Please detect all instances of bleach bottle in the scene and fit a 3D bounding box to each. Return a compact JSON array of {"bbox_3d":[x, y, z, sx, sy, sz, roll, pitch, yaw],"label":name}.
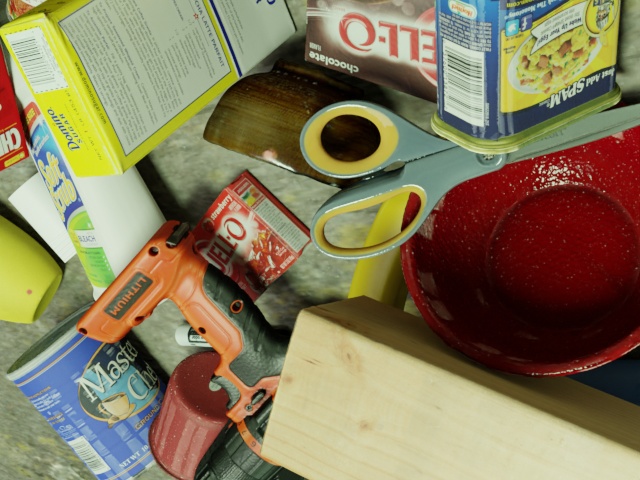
[{"bbox_3d":[-0.187,-0.067,0.817,0.103,0.068,0.251,2,121,58],"label":"bleach bottle"}]

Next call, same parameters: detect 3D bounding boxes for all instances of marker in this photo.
[{"bbox_3d":[-0.072,0.080,0.884,0.121,0.020,0.020,-1,123,39],"label":"marker"}]

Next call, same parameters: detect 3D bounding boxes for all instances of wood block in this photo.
[{"bbox_3d":[0.083,0.110,0.579,0.206,0.090,0.090,21,102,24],"label":"wood block"}]

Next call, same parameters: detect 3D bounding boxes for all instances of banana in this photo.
[{"bbox_3d":[0.052,0.018,0.675,0.070,0.037,0.198,26,105,47],"label":"banana"}]

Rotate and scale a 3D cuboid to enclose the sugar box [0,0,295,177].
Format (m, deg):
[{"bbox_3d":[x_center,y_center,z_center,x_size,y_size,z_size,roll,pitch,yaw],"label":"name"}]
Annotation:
[{"bbox_3d":[-0.090,-0.120,0.610,0.048,0.176,0.093,-2,122,37],"label":"sugar box"}]

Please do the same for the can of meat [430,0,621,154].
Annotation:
[{"bbox_3d":[0.103,-0.102,0.530,0.058,0.102,0.084,37,143,45],"label":"can of meat"}]

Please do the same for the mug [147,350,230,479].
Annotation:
[{"bbox_3d":[-0.083,0.150,0.909,0.117,0.093,0.082,11,132,-11],"label":"mug"}]

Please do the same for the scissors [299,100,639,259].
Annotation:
[{"bbox_3d":[0.075,-0.060,0.577,0.202,0.016,0.096,-30,89,12],"label":"scissors"}]

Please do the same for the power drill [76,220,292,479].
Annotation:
[{"bbox_3d":[-0.081,0.091,0.778,0.187,0.057,0.185,39,106,-8],"label":"power drill"}]

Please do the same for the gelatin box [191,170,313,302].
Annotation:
[{"bbox_3d":[-0.055,0.001,0.795,0.073,0.030,0.089,44,139,-1],"label":"gelatin box"}]

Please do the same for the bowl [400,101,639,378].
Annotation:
[{"bbox_3d":[0.128,0.001,0.590,0.162,0.162,0.055,16,169,28],"label":"bowl"}]

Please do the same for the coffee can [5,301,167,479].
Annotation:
[{"bbox_3d":[-0.200,0.141,0.972,0.103,0.102,0.140,-26,106,47],"label":"coffee can"}]

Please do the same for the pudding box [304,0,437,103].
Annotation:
[{"bbox_3d":[0.048,-0.130,0.597,0.114,0.039,0.090,23,135,21],"label":"pudding box"}]
